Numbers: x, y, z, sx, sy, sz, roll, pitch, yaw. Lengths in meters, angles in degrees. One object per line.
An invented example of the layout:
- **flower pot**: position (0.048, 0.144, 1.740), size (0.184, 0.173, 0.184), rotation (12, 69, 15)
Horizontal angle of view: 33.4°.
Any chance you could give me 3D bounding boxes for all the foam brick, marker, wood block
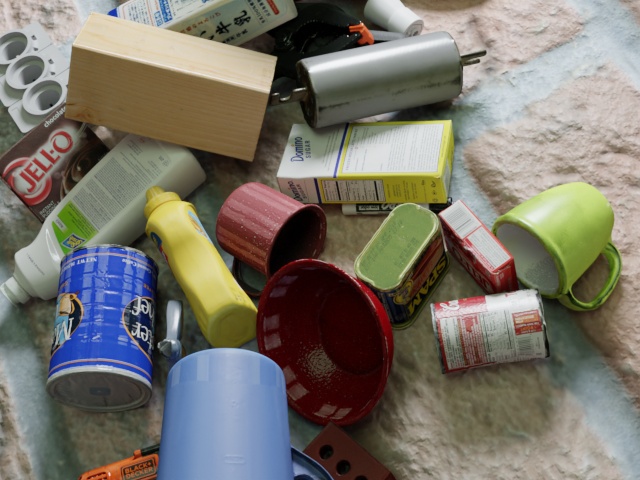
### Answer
- **foam brick**: position (0.025, 0.214, 0.974), size (0.078, 0.051, 0.053), rotation (37, 75, 28)
- **marker**: position (0.083, -0.036, 1.122), size (0.121, 0.020, 0.020), rotation (0, 61, 14)
- **wood block**: position (-0.159, -0.166, 1.148), size (0.206, 0.091, 0.090), rotation (13, 36, -5)

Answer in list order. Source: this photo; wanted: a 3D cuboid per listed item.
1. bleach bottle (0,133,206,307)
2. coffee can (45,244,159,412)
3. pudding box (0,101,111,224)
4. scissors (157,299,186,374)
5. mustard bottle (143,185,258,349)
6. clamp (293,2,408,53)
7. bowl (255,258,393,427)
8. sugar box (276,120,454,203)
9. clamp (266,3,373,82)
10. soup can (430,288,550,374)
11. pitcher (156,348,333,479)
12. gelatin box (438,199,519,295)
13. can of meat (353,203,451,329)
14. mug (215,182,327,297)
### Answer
- **bleach bottle**: position (-0.250, -0.025, 1.175), size (0.250, 0.068, 0.103), rotation (-41, 60, -8)
- **coffee can**: position (-0.218, 0.089, 1.076), size (0.103, 0.103, 0.140), rotation (-7, 59, 10)
- **pudding box**: position (-0.301, -0.087, 1.208), size (0.113, 0.039, 0.090), rotation (-45, 105, -15)
- **scissors**: position (-0.141, 0.085, 1.002), size (0.016, 0.202, 0.096), rotation (-2, 69, -3)
- **mustard bottle**: position (-0.131, 0.018, 1.092), size (0.058, 0.096, 0.192), rotation (-32, 63, -4)
- **clamp**: position (0.023, -0.231, 1.236), size (0.120, 0.039, 0.172), rotation (-33, 59, -3)
- **bowl**: position (0.015, 0.093, 1.015), size (0.162, 0.162, 0.055), rotation (38, 32, 29)
- **sugar box**: position (0.049, -0.083, 1.133), size (0.176, 0.048, 0.093), rotation (-1, 44, 16)
- **clamp**: position (-0.041, -0.212, 1.215), size (0.210, 0.036, 0.164), rotation (4, 71, 32)
- **soup can**: position (0.159, 0.085, 1.005), size (0.102, 0.068, 0.068), rotation (-10, 59, 8)
- **pitcher**: position (-0.070, 0.219, 0.904), size (0.145, 0.149, 0.243), rotation (-25, 48, 27)
- **gelatin box**: position (0.155, 0.014, 1.044), size (0.030, 0.073, 0.089), rotation (-35, 59, -6)
- **can of meat**: position (0.081, 0.024, 1.050), size (0.057, 0.084, 0.102), rotation (28, 70, 26)
- **mug**: position (-0.057, 0.001, 1.104), size (0.082, 0.093, 0.117), rotation (28, 107, 31)
